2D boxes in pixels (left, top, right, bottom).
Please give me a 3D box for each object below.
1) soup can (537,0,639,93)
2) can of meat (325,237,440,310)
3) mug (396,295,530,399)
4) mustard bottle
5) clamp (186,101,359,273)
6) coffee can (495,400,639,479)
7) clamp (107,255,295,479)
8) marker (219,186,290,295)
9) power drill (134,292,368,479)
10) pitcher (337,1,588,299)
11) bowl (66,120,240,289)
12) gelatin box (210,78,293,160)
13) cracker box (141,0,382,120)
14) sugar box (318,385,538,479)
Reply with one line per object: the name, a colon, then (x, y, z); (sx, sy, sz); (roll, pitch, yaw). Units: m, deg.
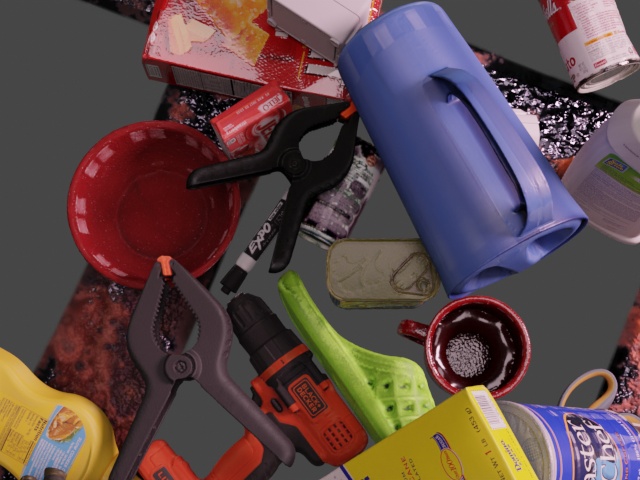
soup can: (0.261, -0.203, 1.036); (0.068, 0.068, 0.102); (-19, 80, -3)
can of meat: (0.056, 0.034, 0.984); (0.102, 0.084, 0.057); (0, 79, 0)
mug: (0.126, 0.098, 0.972); (0.117, 0.081, 0.093); (16, 80, 3)
mustard bottle: (-0.247, 0.180, 0.970); (0.191, 0.058, 0.096); (29, 95, 5)
clamp: (-0.036, -0.069, 0.972); (0.120, 0.039, 0.171); (38, 80, -6)
coffee can: (0.193, 0.189, 0.892); (0.140, 0.103, 0.103); (11, 76, -40)
clamp: (-0.128, 0.120, 0.939); (0.164, 0.036, 0.210); (-18, 79, -1)
marker: (-0.057, 0.001, 1.024); (0.020, 0.020, 0.121); (35, 81, 6)
power drill: (-0.078, 0.165, 0.971); (0.187, 0.057, 0.184); (-38, 78, -3)
pitcher: (0.115, -0.085, 0.911); (0.149, 0.144, 0.243); (-38, 73, 32)
bowl: (-0.154, -0.029, 1.012); (0.162, 0.055, 0.162); (0, 79, 0)
gelatin box: (-0.059, -0.104, 1.008); (0.073, 0.089, 0.030); (-32, 71, -6)
cracker box: (-0.052, -0.221, 1.039); (0.213, 0.072, 0.164); (12, 80, 2)
sugar box: (0.078, 0.197, 0.849); (0.176, 0.048, 0.093); (-37, 65, 24)
